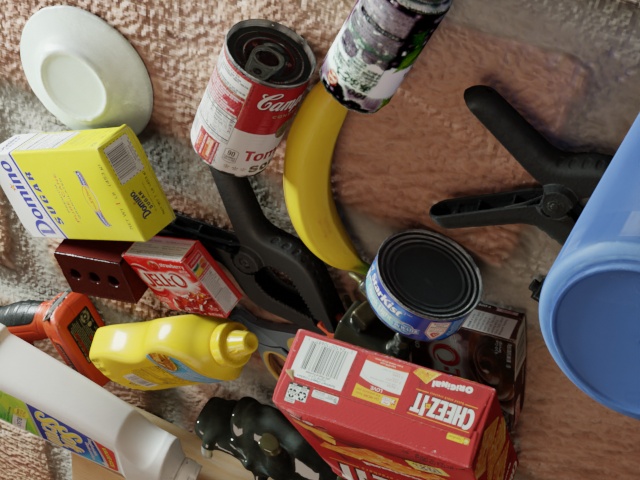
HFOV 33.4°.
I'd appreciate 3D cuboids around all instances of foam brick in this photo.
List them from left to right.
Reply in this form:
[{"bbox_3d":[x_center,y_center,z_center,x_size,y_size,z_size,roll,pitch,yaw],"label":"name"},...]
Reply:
[{"bbox_3d":[-0.197,0.018,0.991,0.078,0.051,0.053,8,136,26],"label":"foam brick"}]

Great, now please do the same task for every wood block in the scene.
[{"bbox_3d":[-0.156,0.266,1.154,0.206,0.090,0.091,23,135,14],"label":"wood block"}]

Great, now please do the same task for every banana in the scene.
[{"bbox_3d":[0.004,-0.047,0.833,0.069,0.037,0.198,-8,129,4],"label":"banana"}]

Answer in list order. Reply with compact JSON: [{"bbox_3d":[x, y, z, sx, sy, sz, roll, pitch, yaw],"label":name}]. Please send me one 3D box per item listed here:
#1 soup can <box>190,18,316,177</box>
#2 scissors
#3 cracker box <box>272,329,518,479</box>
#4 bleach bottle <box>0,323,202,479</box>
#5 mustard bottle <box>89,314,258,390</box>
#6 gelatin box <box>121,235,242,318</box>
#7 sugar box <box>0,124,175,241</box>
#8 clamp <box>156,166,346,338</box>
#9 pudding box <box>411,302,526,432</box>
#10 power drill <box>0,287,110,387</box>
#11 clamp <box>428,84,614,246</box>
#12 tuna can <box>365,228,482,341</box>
[{"bbox_3d":[-0.052,-0.104,0.792,0.068,0.068,0.102,33,136,3],"label":"soup can"},{"bbox_3d":[-0.056,0.071,0.980,0.096,0.016,0.201,-29,108,42],"label":"scissors"},{"bbox_3d":[0.068,0.161,0.878,0.164,0.072,0.213,15,158,22],"label":"cracker box"},{"bbox_3d":[-0.234,0.179,1.071,0.251,0.068,0.103,27,143,0],"label":"bleach bottle"},{"bbox_3d":[-0.126,0.103,0.996,0.096,0.058,0.192,32,151,-35],"label":"mustard bottle"},{"bbox_3d":[-0.123,0.031,0.938,0.089,0.030,0.073,5,140,44],"label":"gelatin box"},{"bbox_3d":[-0.213,-0.048,0.929,0.177,0.048,0.093,-1,122,42],"label":"sugar box"},{"bbox_3d":[-0.056,0.001,0.903,0.210,0.036,0.165,38,142,-2],"label":"clamp"},{"bbox_3d":[0.122,0.100,0.880,0.090,0.039,0.113,13,132,23],"label":"pudding box"},{"bbox_3d":[-0.306,0.115,1.139,0.188,0.057,0.184,-1,129,31],"label":"power drill"},{"bbox_3d":[0.162,-0.042,0.737,0.171,0.039,0.120,12,136,14],"label":"clamp"},{"bbox_3d":[0.078,0.034,0.818,0.086,0.086,0.034,30,138,5],"label":"tuna can"}]
